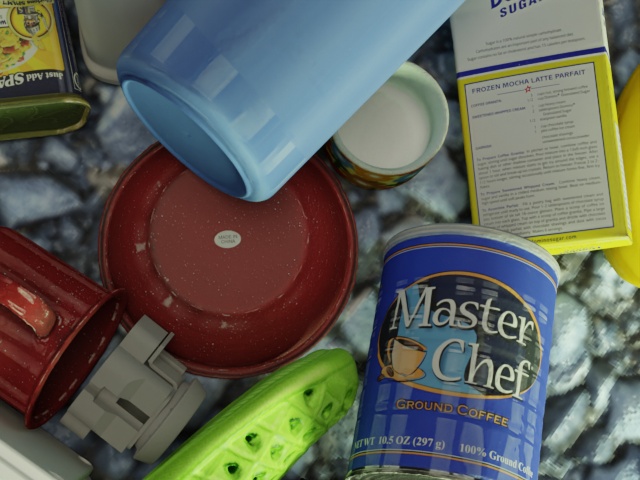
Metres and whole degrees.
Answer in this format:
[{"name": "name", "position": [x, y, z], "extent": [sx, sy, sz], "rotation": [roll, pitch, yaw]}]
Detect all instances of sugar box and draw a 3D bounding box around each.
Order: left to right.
[{"name": "sugar box", "position": [0.133, -0.080, 0.654], "extent": [0.093, 0.048, 0.176], "rotation": [-7, 79, 19]}]

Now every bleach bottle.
[{"name": "bleach bottle", "position": [-0.107, -0.165, 0.555], "extent": [0.068, 0.251, 0.102], "rotation": [-4, 82, -6]}]

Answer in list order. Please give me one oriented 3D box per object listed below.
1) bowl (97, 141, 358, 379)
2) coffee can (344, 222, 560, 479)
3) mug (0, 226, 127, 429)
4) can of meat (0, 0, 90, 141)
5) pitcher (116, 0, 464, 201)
[{"name": "bowl", "position": [-0.054, 0.001, 0.634], "extent": [0.162, 0.055, 0.162], "rotation": [1, 82, -4]}, {"name": "coffee can", "position": [0.075, 0.075, 0.594], "extent": [0.103, 0.103, 0.140], "rotation": [13, 66, -3]}, {"name": "mug", "position": [-0.168, 0.042, 0.590], "extent": [0.081, 0.117, 0.093], "rotation": [32, 73, 5]}, {"name": "can of meat", "position": [-0.195, -0.106, 0.631], "extent": [0.102, 0.058, 0.084], "rotation": [-9, 80, -21]}, {"name": "pitcher", "position": [0.000, -0.142, 0.594], "extent": [0.145, 0.149, 0.242], "rotation": [37, 75, 15]}]
